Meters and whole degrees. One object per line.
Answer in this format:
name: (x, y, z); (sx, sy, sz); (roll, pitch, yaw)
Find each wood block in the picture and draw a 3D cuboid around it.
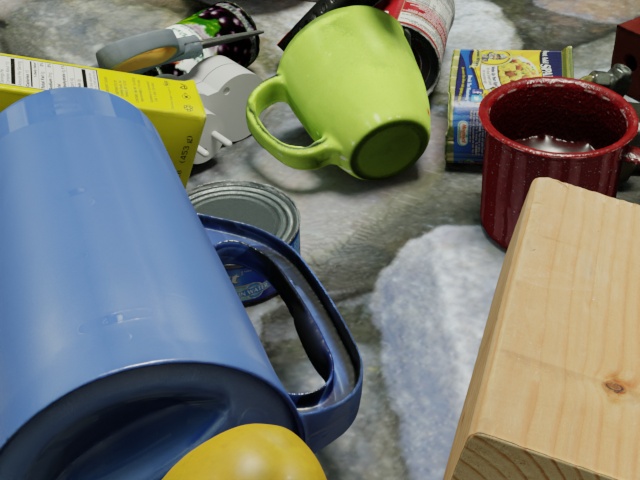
wood block: (0.115, 0.065, 0.478); (0.091, 0.090, 0.205); (18, 34, 8)

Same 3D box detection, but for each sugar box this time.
sugar box: (-0.165, -0.059, 0.634); (0.176, 0.093, 0.048); (3, 39, -23)

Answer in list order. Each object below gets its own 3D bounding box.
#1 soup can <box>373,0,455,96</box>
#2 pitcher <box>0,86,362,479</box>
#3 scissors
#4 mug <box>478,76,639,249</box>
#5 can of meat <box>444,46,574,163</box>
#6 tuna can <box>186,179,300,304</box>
soup can: (0.065, -0.156, 0.814); (0.068, 0.068, 0.102); (7, 37, 11)
pitcher: (-0.095, 0.028, 0.519); (0.145, 0.149, 0.243); (-43, 41, 15)
scissors: (-0.111, -0.124, 0.733); (0.096, 0.016, 0.201); (-23, 4, 18)
mug: (0.151, -0.039, 0.647); (0.117, 0.081, 0.093); (15, 40, 21)
can of meat: (0.131, -0.093, 0.740); (0.084, 0.057, 0.102); (3, 37, 9)
tuna can: (-0.054, 0.001, 0.641); (0.086, 0.034, 0.086); (-1, 37, 1)
